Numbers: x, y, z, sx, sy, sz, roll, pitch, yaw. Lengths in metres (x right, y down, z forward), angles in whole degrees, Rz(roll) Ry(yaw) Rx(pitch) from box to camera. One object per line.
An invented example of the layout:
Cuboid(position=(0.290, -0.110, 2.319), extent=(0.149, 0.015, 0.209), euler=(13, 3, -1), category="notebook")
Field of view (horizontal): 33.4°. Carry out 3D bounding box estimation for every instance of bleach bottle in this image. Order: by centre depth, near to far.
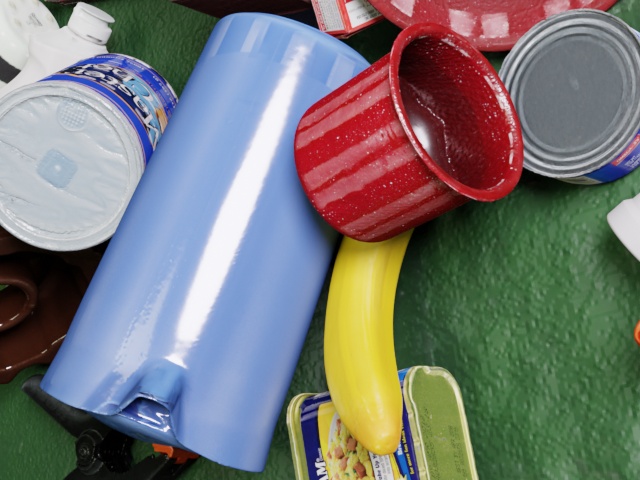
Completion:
Cuboid(position=(-0.230, -0.065, 0.808), extent=(0.251, 0.102, 0.068), euler=(-60, 22, 16), category="bleach bottle")

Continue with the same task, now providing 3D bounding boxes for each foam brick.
Cuboid(position=(-0.042, -0.162, 0.620), extent=(0.078, 0.051, 0.053), euler=(0, 84, 40), category="foam brick")

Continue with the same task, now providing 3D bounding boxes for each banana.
Cuboid(position=(0.030, 0.028, 0.573), extent=(0.070, 0.037, 0.197), euler=(-38, 31, 51), category="banana")

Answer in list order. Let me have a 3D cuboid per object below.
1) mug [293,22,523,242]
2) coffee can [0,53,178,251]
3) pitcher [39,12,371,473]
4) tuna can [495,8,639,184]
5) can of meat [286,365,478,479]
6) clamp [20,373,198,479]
Cuboid(position=(0.045, -0.056, 0.542), extent=(0.082, 0.093, 0.117), euler=(-28, 25, 43), category="mug")
Cuboid(position=(-0.151, -0.062, 0.692), extent=(0.103, 0.140, 0.103), euler=(1, 107, 3), category="coffee can")
Cuboid(position=(-0.054, 0.001, 0.621), extent=(0.149, 0.144, 0.243), euler=(14, 79, 45), category="pitcher")
Cuboid(position=(0.133, -0.072, 0.543), extent=(0.086, 0.033, 0.086), euler=(-7, 79, 40), category="tuna can")
Cuboid(position=(0.036, 0.124, 0.583), extent=(0.084, 0.057, 0.102), euler=(-22, 70, 35), category="can of meat")
Cuboid(position=(-0.159, 0.141, 0.757), extent=(0.172, 0.039, 0.120), euler=(-20, 76, 30), category="clamp")
